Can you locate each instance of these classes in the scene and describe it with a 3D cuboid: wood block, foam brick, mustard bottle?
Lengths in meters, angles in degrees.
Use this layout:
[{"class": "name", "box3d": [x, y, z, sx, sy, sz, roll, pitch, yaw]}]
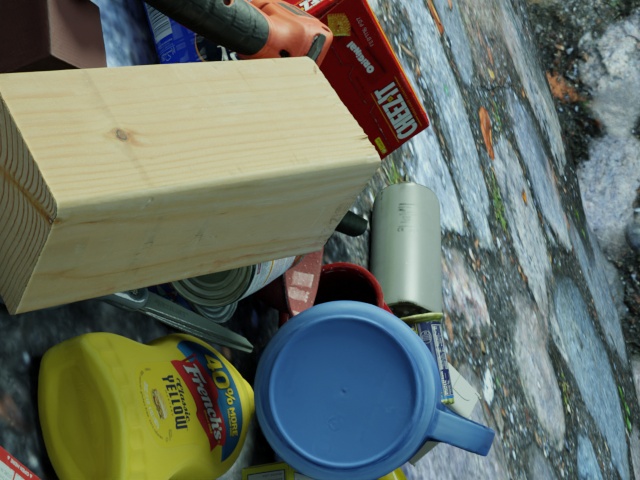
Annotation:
[{"class": "wood block", "box3d": [-0.081, -0.037, 0.592, 0.205, 0.090, 0.091, -11, 58, -40]}, {"class": "foam brick", "box3d": [-0.167, -0.107, 0.601, 0.053, 0.078, 0.051, 23, 54, -63]}, {"class": "mustard bottle", "box3d": [-0.092, 0.106, 0.664, 0.191, 0.058, 0.096, 11, 57, -66]}]

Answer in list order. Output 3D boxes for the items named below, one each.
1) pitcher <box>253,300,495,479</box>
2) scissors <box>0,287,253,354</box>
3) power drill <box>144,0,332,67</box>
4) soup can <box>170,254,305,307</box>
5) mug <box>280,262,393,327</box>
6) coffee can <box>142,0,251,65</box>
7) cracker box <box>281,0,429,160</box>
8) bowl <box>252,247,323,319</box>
[{"class": "pitcher", "box3d": [0.032, 0.108, 0.734, 0.243, 0.149, 0.145, 64, 2, -81]}, {"class": "scissors", "box3d": [-0.123, 0.014, 0.637, 0.201, 0.016, 0.096, 15, 51, -45]}, {"class": "power drill", "box3d": [-0.096, -0.164, 0.686, 0.187, 0.057, 0.185, 23, 16, -32]}, {"class": "soup can", "box3d": [-0.055, 0.001, 0.715, 0.102, 0.069, 0.068, -31, 104, -66]}, {"class": "mug", "box3d": [0.033, 0.081, 0.912, 0.093, 0.117, 0.081, -61, 145, -18]}, {"class": "coffee can", "box3d": [-0.075, -0.150, 0.814, 0.102, 0.103, 0.140, -17, 91, -68]}, {"class": "cracker box", "box3d": [0.001, -0.191, 0.953, 0.164, 0.072, 0.214, 54, 3, -42]}, {"class": "bowl", "box3d": [-0.036, -0.015, 0.844, 0.162, 0.055, 0.162, 3, 90, -80]}]
